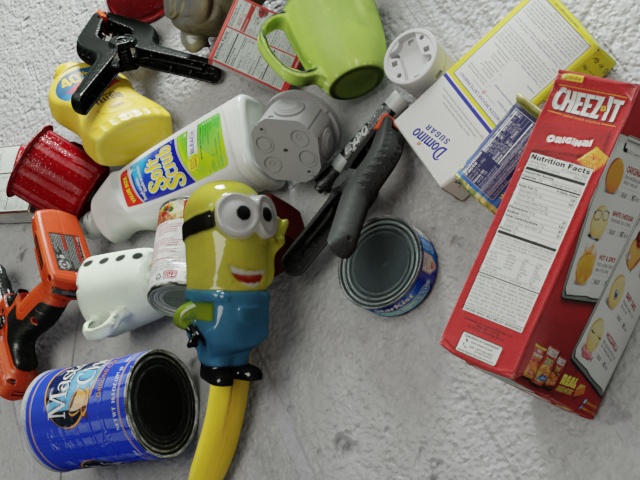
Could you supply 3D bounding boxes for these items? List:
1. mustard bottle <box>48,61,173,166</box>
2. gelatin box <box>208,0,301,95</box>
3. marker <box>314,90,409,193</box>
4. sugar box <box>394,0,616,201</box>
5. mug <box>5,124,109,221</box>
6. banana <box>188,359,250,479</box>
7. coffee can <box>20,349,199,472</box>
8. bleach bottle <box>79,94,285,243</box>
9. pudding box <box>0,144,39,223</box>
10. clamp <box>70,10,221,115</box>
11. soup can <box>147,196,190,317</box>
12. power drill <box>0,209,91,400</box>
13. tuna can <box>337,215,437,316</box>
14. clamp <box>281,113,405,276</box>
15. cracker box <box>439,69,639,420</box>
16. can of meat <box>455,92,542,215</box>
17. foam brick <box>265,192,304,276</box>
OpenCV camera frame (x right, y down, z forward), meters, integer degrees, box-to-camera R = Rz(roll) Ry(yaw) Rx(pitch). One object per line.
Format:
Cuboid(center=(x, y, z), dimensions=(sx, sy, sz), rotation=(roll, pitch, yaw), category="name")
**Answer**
Cuboid(center=(-0.252, -0.154, 1.206), dimensions=(0.096, 0.058, 0.192), rotation=(-25, 44, -26), category="mustard bottle")
Cuboid(center=(-0.060, -0.197, 1.087), dimensions=(0.089, 0.030, 0.073), rotation=(24, 85, -4), category="gelatin box")
Cuboid(center=(0.037, -0.091, 1.011), dimensions=(0.121, 0.020, 0.020), rotation=(-48, 52, 11), category="marker")
Cuboid(center=(0.156, -0.126, 0.922), dimensions=(0.176, 0.048, 0.093), rotation=(-44, 53, 19), category="sugar box")
Cuboid(center=(-0.285, -0.074, 1.191), dimensions=(0.093, 0.081, 0.117), rotation=(-59, 2, 31), category="mug")
Cuboid(center=(-0.094, 0.153, 1.002), dimensions=(0.070, 0.037, 0.198), rotation=(-34, 46, 57), category="banana")
Cuboid(center=(-0.203, 0.166, 1.030), dimensions=(0.141, 0.102, 0.103), rotation=(-14, 64, 31), category="coffee can")
Cuboid(center=(-0.155, -0.054, 1.111), dimensions=(0.251, 0.068, 0.102), rotation=(-26, 59, 29), category="bleach bottle")
Cuboid(center=(-0.362, -0.068, 1.282), dimensions=(0.114, 0.039, 0.090), rotation=(-1, 72, 38), category="pudding box")
Cuboid(center=(-0.227, -0.205, 1.196), dimensions=(0.164, 0.036, 0.210), rotation=(-21, 40, -24), category="clamp")
Cuboid(center=(-0.131, 0.017, 1.048), dimensions=(0.069, 0.068, 0.102), rotation=(-18, 52, 30), category="soup can")
Cuboid(center=(-0.319, 0.054, 1.164), dimensions=(0.188, 0.057, 0.184), rotation=(-50, 52, 33), category="power drill")
Cuboid(center=(0.059, 0.023, 0.940), dimensions=(0.086, 0.033, 0.086), rotation=(-14, 64, 31), category="tuna can")
Cuboid(center=(0.024, -0.038, 0.966), dimensions=(0.120, 0.039, 0.171), rotation=(-22, 32, 53), category="clamp")
Cuboid(center=(0.184, 0.008, 0.771), dimensions=(0.072, 0.164, 0.213), rotation=(21, 85, 37), category="cracker box")
Cuboid(center=(0.165, -0.057, 0.852), dimensions=(0.084, 0.102, 0.057), rotation=(-51, 52, 11), category="can of meat")
Cuboid(center=(-0.057, 0.001, 1.022), dimensions=(0.078, 0.051, 0.053), rotation=(-32, 55, 22), category="foam brick")
